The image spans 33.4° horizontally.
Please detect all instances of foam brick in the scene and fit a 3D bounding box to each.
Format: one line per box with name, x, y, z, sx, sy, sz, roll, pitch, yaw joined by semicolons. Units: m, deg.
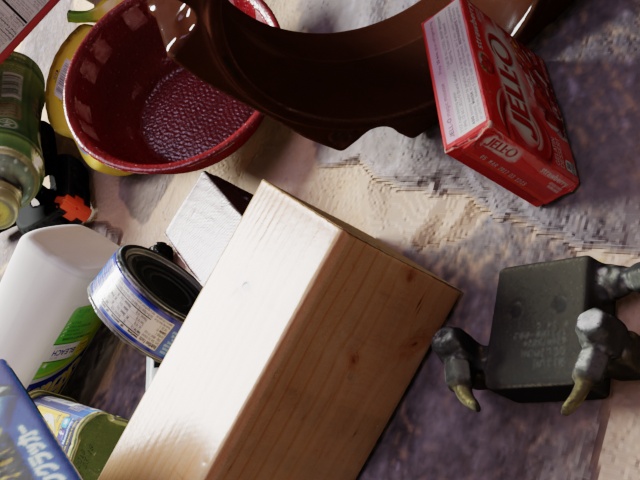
foam brick;-0.054;0.001;0.674;0.051;0.052;0.078;-56;39;9

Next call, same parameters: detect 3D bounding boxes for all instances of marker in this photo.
marker;-0.111;0.052;0.736;0.020;0.020;0.121;-32;47;33

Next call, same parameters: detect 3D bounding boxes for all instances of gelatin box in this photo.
gelatin box;0.089;-0.069;0.532;0.030;0.073;0.089;-33;47;33

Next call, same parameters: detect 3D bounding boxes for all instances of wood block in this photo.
wood block;-0.029;0.086;0.567;0.091;0.090;0.206;34;96;53

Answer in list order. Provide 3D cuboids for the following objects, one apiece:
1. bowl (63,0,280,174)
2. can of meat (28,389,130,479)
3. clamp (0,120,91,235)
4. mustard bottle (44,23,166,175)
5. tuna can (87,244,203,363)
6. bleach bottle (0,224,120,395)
bowl;-0.096;-0.105;0.750;0.162;0.055;0.162;-7;62;13
can of meat;-0.173;0.158;0.718;0.084;0.057;0.102;3;72;48
clamp;-0.252;-0.035;0.934;0.120;0.039;0.172;-61;34;4
mustard bottle;-0.165;-0.105;0.857;0.192;0.058;0.096;40;110;51
tuna can;-0.103;0.041;0.681;0.034;0.086;0.086;-51;39;12
bleach bottle;-0.229;0.112;0.792;0.068;0.102;0.251;32;103;12
